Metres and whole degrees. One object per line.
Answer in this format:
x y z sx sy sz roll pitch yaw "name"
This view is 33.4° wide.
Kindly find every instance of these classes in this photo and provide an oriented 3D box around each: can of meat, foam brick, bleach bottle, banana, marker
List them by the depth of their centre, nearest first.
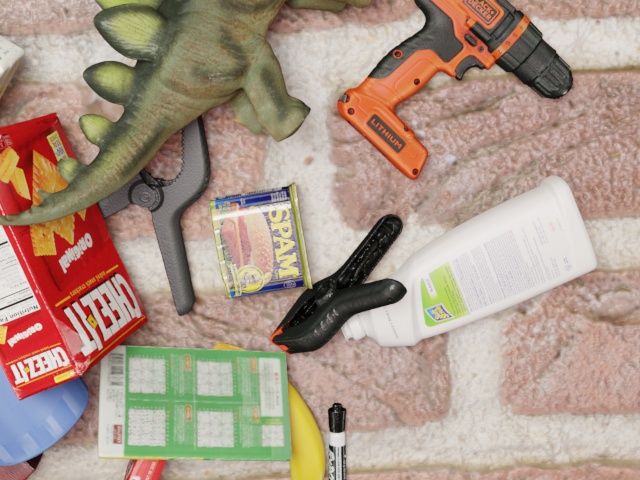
-0.057 0.001 1.021 0.084 0.057 0.102 -9 99 0 "can of meat"
-0.318 0.206 1.035 0.078 0.053 0.051 44 94 -11 "foam brick"
0.133 0.031 1.038 0.251 0.068 0.102 -23 99 2 "bleach bottle"
-0.041 0.183 1.060 0.069 0.037 0.198 -22 100 -1 "banana"
0.017 0.223 1.081 0.020 0.020 0.121 -2 99 -4 "marker"

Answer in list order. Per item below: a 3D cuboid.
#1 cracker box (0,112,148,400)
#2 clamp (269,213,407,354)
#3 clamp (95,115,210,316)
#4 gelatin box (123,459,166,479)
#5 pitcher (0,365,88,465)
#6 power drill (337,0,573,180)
-0.242 0.006 0.918 0.072 0.164 0.213 -22 98 15 "cracker box"
0.020 0.047 1.019 0.172 0.120 0.039 -33 112 32 "clamp"
-0.155 -0.036 1.004 0.164 0.036 0.210 31 106 -9 "clamp"
-0.165 0.207 1.028 0.030 0.089 0.073 22 97 -8 "gelatin box"
-0.315 0.075 0.951 0.145 0.149 0.242 -11 120 41 "pitcher"
0.122 -0.150 1.010 0.184 0.057 0.187 41 91 -6 "power drill"
